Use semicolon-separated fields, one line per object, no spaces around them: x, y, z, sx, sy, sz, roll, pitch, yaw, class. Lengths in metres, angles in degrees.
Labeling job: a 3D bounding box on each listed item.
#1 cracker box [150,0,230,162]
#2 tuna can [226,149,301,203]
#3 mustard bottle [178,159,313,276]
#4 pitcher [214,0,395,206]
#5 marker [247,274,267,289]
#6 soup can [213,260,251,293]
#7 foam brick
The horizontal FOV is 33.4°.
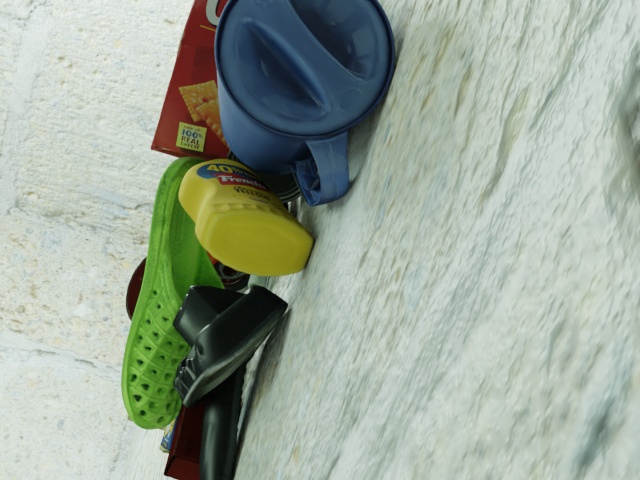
-0.062;-0.164;1.058;0.072;0.164;0.214;-85;15;-52;cracker box
-0.048;-0.079;1.052;0.033;0.086;0.086;-80;11;-50;tuna can
-0.077;-0.031;0.963;0.192;0.096;0.058;-129;56;-63;mustard bottle
-0.023;-0.116;0.889;0.149;0.145;0.243;-61;3;-9;pitcher
-0.058;0.001;1.168;0.020;0.020;0.121;120;165;-55;marker
-0.109;0.011;1.312;0.102;0.068;0.069;-83;14;-54;soup can
-0.112;0.187;1.019;0.051;0.053;0.078;119;167;-53;foam brick
